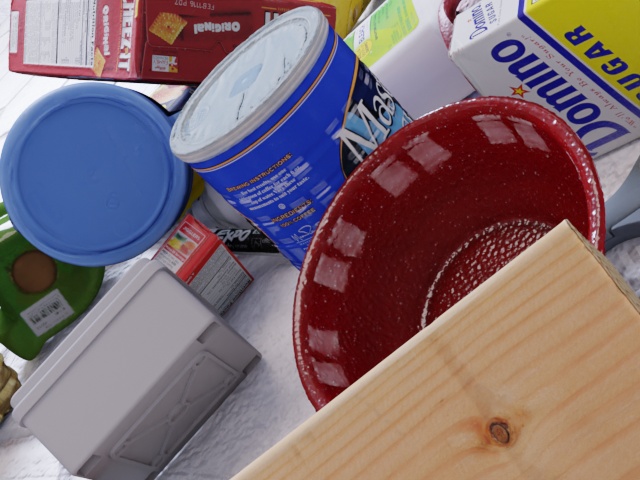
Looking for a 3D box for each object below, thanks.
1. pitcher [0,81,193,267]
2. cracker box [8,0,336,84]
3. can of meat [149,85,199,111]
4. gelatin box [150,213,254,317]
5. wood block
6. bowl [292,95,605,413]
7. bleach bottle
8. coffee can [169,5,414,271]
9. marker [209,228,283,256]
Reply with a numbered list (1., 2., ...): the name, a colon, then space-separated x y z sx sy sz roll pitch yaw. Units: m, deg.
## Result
1. pitcher: -0.140 -0.052 0.729 0.243 0.145 0.149 -154 81 -80
2. cracker box: -0.116 -0.153 0.805 0.214 0.163 0.072 13 103 51
3. can of meat: -0.126 -0.114 0.971 0.084 0.057 0.102 -49 26 -15
4. gelatin box: -0.084 0.032 0.668 0.030 0.089 0.073 37 82 19
5. wood block: 0.032 0.098 0.348 0.206 0.090 0.091 -39 67 13
6. bowl: 0.063 0.020 0.464 0.162 0.055 0.162 -26 50 35
7. bleach bottle: 0.005 -0.076 0.716 0.251 0.068 0.102 -37 30 23
8. coffee can: 0.005 -0.037 0.564 0.103 0.140 0.103 -35 27 21
9. marker: -0.055 0.001 0.713 0.121 0.020 0.020 1 51 43
